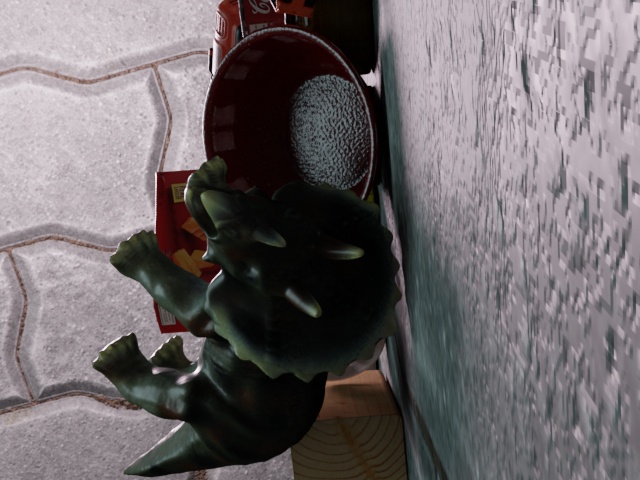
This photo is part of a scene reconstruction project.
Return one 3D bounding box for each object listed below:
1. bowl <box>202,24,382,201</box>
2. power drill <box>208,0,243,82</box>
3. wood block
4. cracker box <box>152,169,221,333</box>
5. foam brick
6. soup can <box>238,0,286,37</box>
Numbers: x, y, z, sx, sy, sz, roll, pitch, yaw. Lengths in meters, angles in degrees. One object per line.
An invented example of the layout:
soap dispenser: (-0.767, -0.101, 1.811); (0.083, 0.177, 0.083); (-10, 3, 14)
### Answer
bowl: (-0.010, -0.076, 0.777); (0.055, 0.162, 0.162); (-15, -78, -50)
power drill: (-0.067, -0.150, 1.176); (0.188, 0.057, 0.184); (48, 146, 40)
wood block: (0.022, 0.176, 0.923); (0.206, 0.090, 0.091); (-111, 16, -88)
cracker box: (-0.057, 0.001, 1.059); (0.072, 0.213, 0.164); (87, 178, -49)
foam brick: (0.017, -0.081, 0.839); (0.053, 0.051, 0.078); (-91, -4, -84)
soup can: (-0.021, -0.214, 0.948); (0.068, 0.102, 0.068); (1, -96, -90)
